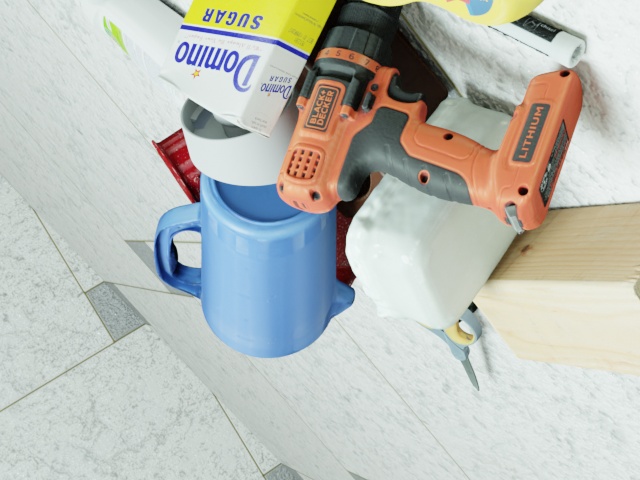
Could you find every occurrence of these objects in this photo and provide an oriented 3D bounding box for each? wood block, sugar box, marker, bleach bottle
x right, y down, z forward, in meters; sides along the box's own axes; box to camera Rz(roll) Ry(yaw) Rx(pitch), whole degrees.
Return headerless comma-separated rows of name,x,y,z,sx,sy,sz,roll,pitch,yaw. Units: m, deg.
wood block,0.207,0.034,0.778,0.090,0.090,0.206,51,162,-15
sugar box,-0.039,-0.170,0.742,0.093,0.176,0.048,32,-172,36
marker,0.117,-0.146,0.697,0.121,0.020,0.020,35,160,29
bleach bottle,-0.184,-0.221,1.125,0.251,0.068,0.102,43,161,15

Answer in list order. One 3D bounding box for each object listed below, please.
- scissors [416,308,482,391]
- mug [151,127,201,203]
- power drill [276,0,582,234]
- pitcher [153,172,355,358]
scissors,0.130,0.104,1.125,0.096,0.016,0.202,28,160,17
mug,-0.097,-0.075,0.999,0.093,0.081,0.117,58,173,-22
power drill,0.077,-0.092,0.726,0.188,0.184,0.057,14,169,25
pitcher,-0.056,0.001,0.938,0.145,0.149,0.243,50,162,20
